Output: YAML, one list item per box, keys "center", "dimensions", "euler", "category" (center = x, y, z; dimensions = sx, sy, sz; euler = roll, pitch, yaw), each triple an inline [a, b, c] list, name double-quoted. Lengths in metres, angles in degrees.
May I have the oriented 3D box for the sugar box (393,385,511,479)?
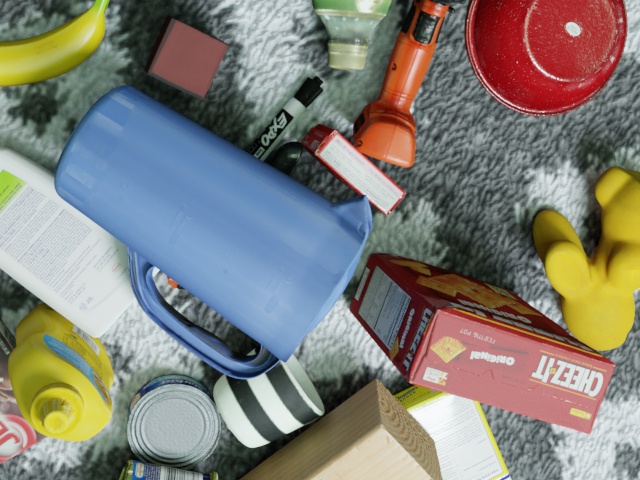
- center: [0.131, 0.221, 1.048]
  dimensions: [0.093, 0.048, 0.176]
  euler: [-24, 108, -3]
  category: "sugar box"

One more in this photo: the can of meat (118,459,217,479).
- center: [-0.147, 0.250, 0.971]
  dimensions: [0.084, 0.057, 0.102]
  euler: [15, 122, -13]
  category: "can of meat"

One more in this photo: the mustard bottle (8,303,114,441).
- center: [-0.214, 0.116, 0.882]
  dimensions: [0.058, 0.192, 0.096]
  euler: [-41, 106, -1]
  category: "mustard bottle"

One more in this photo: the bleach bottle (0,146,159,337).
- center: [-0.258, -0.031, 0.912]
  dimensions: [0.250, 0.068, 0.102]
  euler: [42, 83, -12]
  category: "bleach bottle"

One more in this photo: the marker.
- center: [-0.039, -0.099, 0.961]
  dimensions: [0.020, 0.020, 0.121]
  euler: [40, 91, -16]
  category: "marker"

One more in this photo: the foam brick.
- center: [-0.115, -0.156, 0.906]
  dimensions: [0.051, 0.078, 0.053]
  euler: [24, 98, -15]
  category: "foam brick"

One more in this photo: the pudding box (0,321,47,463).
- center: [-0.294, 0.140, 0.950]
  dimensions: [0.090, 0.039, 0.113]
  euler: [-30, 105, -3]
  category: "pudding box"

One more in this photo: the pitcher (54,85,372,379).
- center: [-0.093, -0.010, 0.863]
  dimensions: [0.243, 0.145, 0.149]
  euler: [33, 61, 2]
  category: "pitcher"

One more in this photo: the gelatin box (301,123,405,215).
- center: [0.028, -0.064, 0.954]
  dimensions: [0.089, 0.073, 0.030]
  euler: [39, 92, -16]
  category: "gelatin box"

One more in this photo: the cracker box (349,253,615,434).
- center: [0.132, 0.081, 0.931]
  dimensions: [0.164, 0.214, 0.072]
  euler: [17, 97, -14]
  category: "cracker box"

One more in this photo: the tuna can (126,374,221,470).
- center: [-0.137, 0.169, 0.990]
  dimensions: [0.086, 0.034, 0.086]
  euler: [-2, 102, -11]
  category: "tuna can"

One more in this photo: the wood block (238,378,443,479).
- center: [0.002, 0.234, 0.976]
  dimensions: [0.206, 0.090, 0.090]
  euler: [-38, 106, 13]
  category: "wood block"

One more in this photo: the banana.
- center: [-0.265, -0.163, 0.895]
  dimensions: [0.197, 0.037, 0.069]
  euler: [-13, 107, -5]
  category: "banana"

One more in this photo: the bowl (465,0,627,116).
- center: [0.218, -0.192, 0.975]
  dimensions: [0.162, 0.055, 0.162]
  euler: [-2, 102, -11]
  category: "bowl"

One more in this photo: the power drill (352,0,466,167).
- center: [0.084, -0.160, 0.899]
  dimensions: [0.057, 0.184, 0.188]
  euler: [20, 106, -3]
  category: "power drill"
